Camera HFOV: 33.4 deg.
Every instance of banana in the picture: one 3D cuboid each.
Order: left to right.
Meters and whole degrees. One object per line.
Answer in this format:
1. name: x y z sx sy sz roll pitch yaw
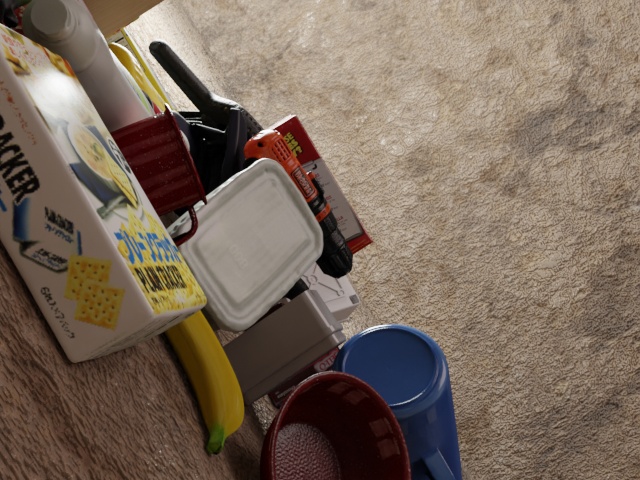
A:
1. banana: -0.107 0.079 0.857 0.198 0.037 0.069 60 4 18

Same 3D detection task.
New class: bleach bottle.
1. bleach bottle: -0.196 -0.141 0.900 0.102 0.068 0.251 57 -5 5

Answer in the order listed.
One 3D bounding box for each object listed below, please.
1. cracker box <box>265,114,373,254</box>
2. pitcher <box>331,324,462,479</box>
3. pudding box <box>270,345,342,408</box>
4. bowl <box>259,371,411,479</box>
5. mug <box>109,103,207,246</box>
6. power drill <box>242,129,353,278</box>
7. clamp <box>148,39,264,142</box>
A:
1. cracker box: -0.050 -0.047 1.516 0.213 0.164 0.072 58 -2 -11
2. pitcher: 0.081 0.201 1.049 0.243 0.149 0.145 81 21 -48
3. pudding box: -0.002 0.155 1.168 0.039 0.090 0.113 60 4 24
4. bowl: 0.003 0.193 0.893 0.161 0.055 0.162 17 65 -39
5. mug: -0.147 -0.048 0.911 0.093 0.081 0.117 -163 -129 -80
6. power drill: -0.057 0.001 1.111 0.184 0.057 0.187 57 48 -15
7. clamp: -0.141 -0.157 1.397 0.210 0.036 0.165 36 -25 10
